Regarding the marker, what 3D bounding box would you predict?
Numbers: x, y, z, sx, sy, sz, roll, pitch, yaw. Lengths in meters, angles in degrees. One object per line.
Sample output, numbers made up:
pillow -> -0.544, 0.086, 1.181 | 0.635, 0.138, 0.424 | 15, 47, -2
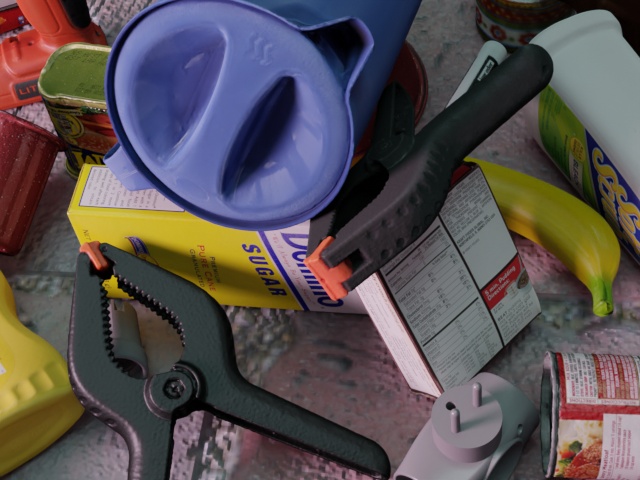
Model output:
marker -> 0.098, -0.095, 0.748 | 0.020, 0.020, 0.121 | 22, 59, 21

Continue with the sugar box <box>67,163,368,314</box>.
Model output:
sugar box -> -0.054, 0.001, 0.649 | 0.176, 0.093, 0.048 | 5, 55, 10

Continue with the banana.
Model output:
banana -> 0.111, -0.021, 0.673 | 0.198, 0.037, 0.069 | 29, 37, 29

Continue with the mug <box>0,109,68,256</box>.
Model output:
mug -> -0.228, -0.040, 0.702 | 0.117, 0.093, 0.081 | 4, 73, 59

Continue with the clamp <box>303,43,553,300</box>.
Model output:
clamp -> 0.052, -0.042, 0.559 | 0.120, 0.039, 0.171 | -21, 32, 46

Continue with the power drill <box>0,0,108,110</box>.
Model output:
power drill -> -0.231, -0.175, 0.741 | 0.184, 0.188, 0.057 | -15, 55, -7

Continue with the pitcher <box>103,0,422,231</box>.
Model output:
pitcher -> -0.021, -0.120, 0.622 | 0.149, 0.145, 0.242 | 16, 38, 10

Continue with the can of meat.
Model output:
can of meat -> -0.133, -0.083, 0.726 | 0.102, 0.084, 0.057 | 10, 55, 13

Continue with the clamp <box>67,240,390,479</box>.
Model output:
clamp -> -0.085, 0.096, 0.591 | 0.164, 0.036, 0.210 | -36, 77, -17

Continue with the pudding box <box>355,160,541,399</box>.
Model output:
pudding box -> 0.070, 0.023, 0.607 | 0.090, 0.113, 0.039 | -40, 27, -21

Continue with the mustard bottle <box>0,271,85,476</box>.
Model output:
mustard bottle -> -0.229, 0.056, 0.651 | 0.096, 0.058, 0.192 | -33, 57, -18
